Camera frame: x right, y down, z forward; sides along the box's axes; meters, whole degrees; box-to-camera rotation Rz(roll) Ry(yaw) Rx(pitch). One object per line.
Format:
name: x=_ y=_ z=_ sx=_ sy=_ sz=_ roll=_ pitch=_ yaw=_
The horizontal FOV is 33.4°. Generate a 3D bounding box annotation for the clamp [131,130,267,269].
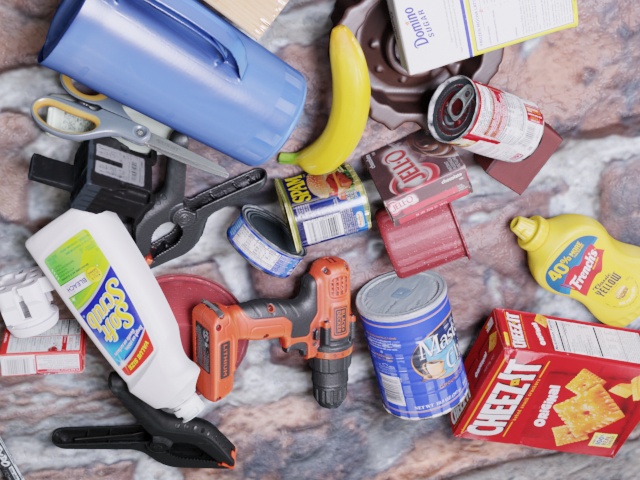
clamp: x=-0.137 y=-0.034 z=1.135 sx=0.120 sy=0.039 sz=0.172 roll=21 pitch=119 yaw=-26

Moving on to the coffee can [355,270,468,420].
coffee can: x=0.105 y=0.117 z=1.207 sx=0.103 sy=0.103 sz=0.140 roll=-16 pitch=116 yaw=-1

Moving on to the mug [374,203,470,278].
mug: x=0.112 y=-0.004 z=1.169 sx=0.081 sy=0.093 sz=0.117 roll=-20 pitch=152 yaw=6

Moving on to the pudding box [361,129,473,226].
pudding box: x=0.100 y=-0.070 z=1.115 sx=0.090 sy=0.113 sz=0.039 roll=-23 pitch=119 yaw=2

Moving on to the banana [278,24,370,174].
banana: x=0.013 y=-0.126 z=1.069 sx=0.069 sy=0.037 sz=0.198 roll=22 pitch=136 yaw=-5

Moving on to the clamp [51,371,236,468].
clamp: x=-0.196 y=0.227 z=1.238 sx=0.209 sy=0.036 sz=0.165 roll=29 pitch=133 yaw=-30

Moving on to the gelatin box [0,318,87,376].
gelatin box: x=-0.301 y=0.116 z=1.164 sx=0.089 sy=0.073 sz=0.030 roll=-2 pitch=116 yaw=-9

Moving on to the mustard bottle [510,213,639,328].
mustard bottle: x=0.295 y=0.022 z=1.217 sx=0.191 sy=0.058 sz=0.096 roll=28 pitch=115 yaw=-19

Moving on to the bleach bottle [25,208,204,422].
bleach bottle: x=-0.198 y=0.078 z=1.119 sx=0.103 sy=0.068 sz=0.251 roll=-32 pitch=96 yaw=21

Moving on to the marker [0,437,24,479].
marker: x=-0.374 y=0.245 z=1.242 sx=0.020 sy=0.020 sz=0.121 roll=-19 pitch=116 yaw=0

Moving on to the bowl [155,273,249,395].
bowl: x=-0.158 y=0.120 z=1.197 sx=0.162 sy=0.055 sz=0.162 roll=-3 pitch=115 yaw=-7

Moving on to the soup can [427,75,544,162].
soup can: x=0.167 y=-0.120 z=1.072 sx=0.102 sy=0.069 sz=0.068 roll=12 pitch=114 yaw=-37

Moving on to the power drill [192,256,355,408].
power drill: x=-0.047 y=0.118 z=1.179 sx=0.187 sy=0.057 sz=0.184 roll=-12 pitch=111 yaw=-31

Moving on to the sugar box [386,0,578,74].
sugar box: x=0.155 y=-0.230 z=1.029 sx=0.176 sy=0.048 sz=0.093 roll=-15 pitch=116 yaw=-1

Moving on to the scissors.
scissors: x=-0.184 y=-0.123 z=1.063 sx=0.201 sy=0.096 sz=0.016 roll=11 pitch=155 yaw=-9

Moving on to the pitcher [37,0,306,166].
pitcher: x=-0.132 y=-0.172 z=1.017 sx=0.242 sy=0.149 sz=0.145 roll=28 pitch=113 yaw=-24

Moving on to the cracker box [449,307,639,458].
cracker box: x=0.277 y=0.172 z=1.254 sx=0.213 sy=0.072 sz=0.164 roll=9 pitch=130 yaw=-13

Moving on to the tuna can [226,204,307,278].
tuna can: x=-0.057 y=0.001 z=1.140 sx=0.086 sy=0.086 sz=0.034 roll=32 pitch=108 yaw=-20

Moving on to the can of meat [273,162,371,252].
can of meat: x=0.002 y=-0.038 z=1.123 sx=0.084 sy=0.102 sz=0.057 roll=-15 pitch=117 yaw=-4

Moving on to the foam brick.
foam brick: x=0.213 y=-0.100 z=1.151 sx=0.051 sy=0.053 sz=0.078 roll=29 pitch=108 yaw=-20
